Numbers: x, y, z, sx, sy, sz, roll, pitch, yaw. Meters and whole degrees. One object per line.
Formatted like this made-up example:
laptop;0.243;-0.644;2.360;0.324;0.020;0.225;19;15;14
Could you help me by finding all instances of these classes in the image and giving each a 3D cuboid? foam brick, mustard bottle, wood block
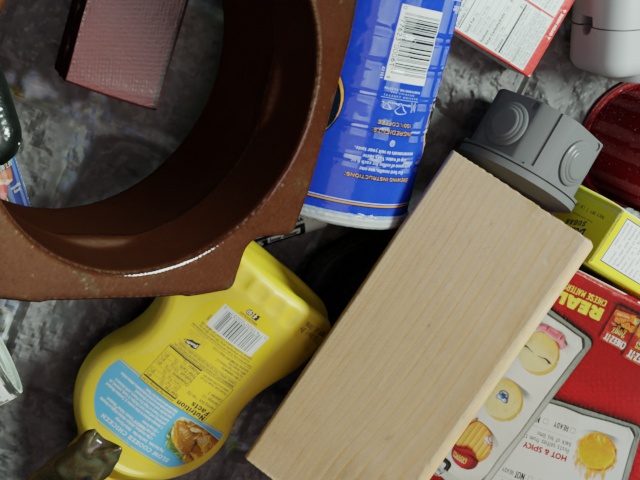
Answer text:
foam brick;-0.106;-0.117;0.570;0.051;0.053;0.078;13;102;-24
mustard bottle;-0.089;0.086;0.635;0.096;0.058;0.192;39;102;-18
wood block;0.060;0.062;0.615;0.091;0.090;0.206;35;96;14

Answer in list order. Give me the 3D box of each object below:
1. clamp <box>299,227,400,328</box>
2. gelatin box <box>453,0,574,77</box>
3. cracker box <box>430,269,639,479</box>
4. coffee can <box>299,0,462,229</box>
clamp;0.016;0.065;0.689;0.120;0.039;0.171;34;99;-30
gelatin box;0.108;-0.153;0.651;0.089;0.030;0.073;25;100;-26
cracker box;0.126;0.120;0.676;0.214;0.164;0.072;-63;157;5
coffee can;0.016;-0.088;0.598;0.102;0.103;0.140;7;106;-23
